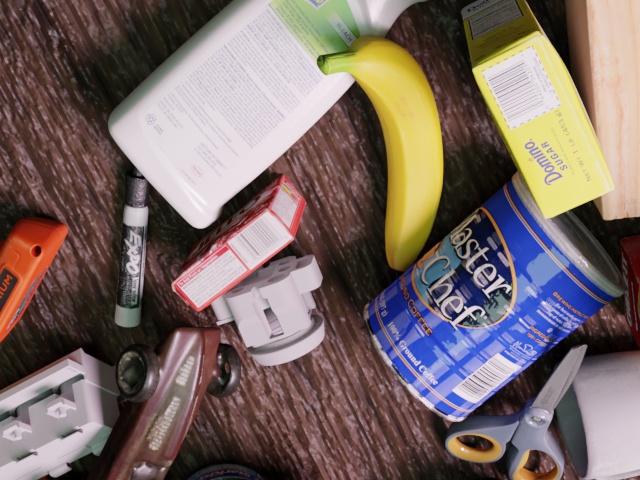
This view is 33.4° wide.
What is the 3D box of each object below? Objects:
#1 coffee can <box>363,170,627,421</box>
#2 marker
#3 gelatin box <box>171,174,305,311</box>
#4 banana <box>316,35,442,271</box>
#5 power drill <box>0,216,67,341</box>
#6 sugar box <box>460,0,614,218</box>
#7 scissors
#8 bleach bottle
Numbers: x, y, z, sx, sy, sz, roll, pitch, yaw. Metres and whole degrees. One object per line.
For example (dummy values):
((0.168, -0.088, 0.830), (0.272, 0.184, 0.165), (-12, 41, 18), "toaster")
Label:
((0.113, 0.037, 0.705), (0.102, 0.102, 0.140), (44, 109, -11), "coffee can")
((-0.133, 0.004, 0.760), (0.020, 0.020, 0.121), (9, 112, 2), "marker")
((-0.055, 0.001, 0.723), (0.089, 0.073, 0.030), (-37, 103, 18), "gelatin box")
((0.048, -0.062, 0.684), (0.069, 0.037, 0.197), (-35, 135, -10), "banana")
((-0.276, -0.023, 0.745), (0.187, 0.057, 0.185), (31, 115, -4), "power drill")
((0.119, -0.087, 0.616), (0.048, 0.176, 0.093), (-25, 106, 12), "sugar box")
((0.130, 0.118, 0.731), (0.096, 0.016, 0.202), (9, 144, 18), "scissors")
((-0.012, -0.121, 0.679), (0.251, 0.068, 0.102), (-37, 107, 14), "bleach bottle")
